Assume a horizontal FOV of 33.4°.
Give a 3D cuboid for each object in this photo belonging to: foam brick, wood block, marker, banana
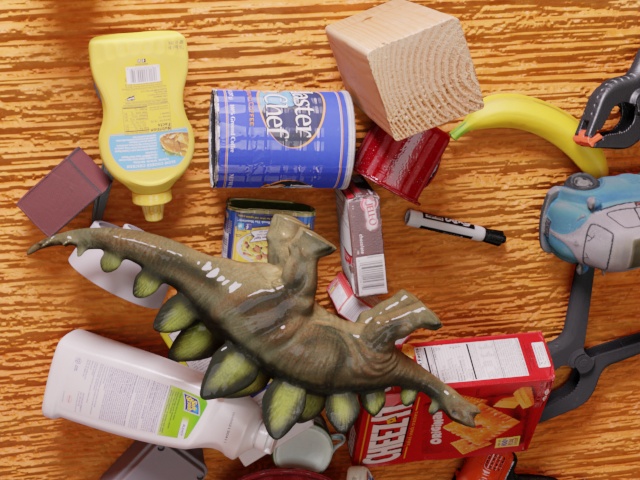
[{"bbox_3d":[-0.264,-0.049,1.100,0.078,0.053,0.051,-39,104,14],"label":"foam brick"},{"bbox_3d":[0.077,-0.173,1.045,0.091,0.206,0.090,-22,110,-3],"label":"wood block"},{"bbox_3d":[0.155,-0.014,1.210,0.121,0.020,0.020,13,105,-14],"label":"marker"},{"bbox_3d":[0.243,-0.121,1.184,0.197,0.037,0.070,15,123,-13],"label":"banana"}]

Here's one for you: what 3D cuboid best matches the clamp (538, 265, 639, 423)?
[{"bbox_3d":[0.304,0.129,1.272,0.210,0.036,0.164,-44,110,6],"label":"clamp"}]

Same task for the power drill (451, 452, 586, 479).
[{"bbox_3d":[0.240,0.342,1.319,0.187,0.057,0.184,20,103,-15],"label":"power drill"}]

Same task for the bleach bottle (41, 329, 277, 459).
[{"bbox_3d":[-0.166,0.180,1.142,0.251,0.068,0.103,18,104,10],"label":"bleach bottle"}]

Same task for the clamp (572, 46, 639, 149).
[{"bbox_3d":[0.354,-0.149,1.178,0.171,0.039,0.120,-44,107,-9],"label":"clamp"}]

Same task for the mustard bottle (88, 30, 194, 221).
[{"bbox_3d":[-0.177,-0.112,1.082,0.096,0.058,0.192,-8,109,-15],"label":"mustard bottle"}]

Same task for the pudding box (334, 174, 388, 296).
[{"bbox_3d":[0.043,-0.006,1.155,0.039,0.090,0.113,-6,109,-6],"label":"pudding box"}]

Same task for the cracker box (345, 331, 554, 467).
[{"bbox_3d":[0.142,0.184,1.205,0.213,0.072,0.164,-5,141,-8],"label":"cracker box"}]

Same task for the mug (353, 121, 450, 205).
[{"bbox_3d":[0.092,-0.091,1.144,0.117,0.093,0.081,22,99,-48],"label":"mug"}]

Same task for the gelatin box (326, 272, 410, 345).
[{"bbox_3d":[0.053,0.081,1.194,0.089,0.073,0.030,36,99,-19],"label":"gelatin box"}]

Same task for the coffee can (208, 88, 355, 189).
[{"bbox_3d":[-0.042,-0.104,1.102,0.140,0.103,0.103,0,108,-10],"label":"coffee can"}]

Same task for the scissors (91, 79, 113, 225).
[{"bbox_3d":[-0.196,-0.109,1.120,0.096,0.016,0.202,-2,108,-9],"label":"scissors"}]

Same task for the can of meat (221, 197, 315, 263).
[{"bbox_3d":[-0.058,0.001,1.158,0.102,0.057,0.084,3,105,-12],"label":"can of meat"}]
